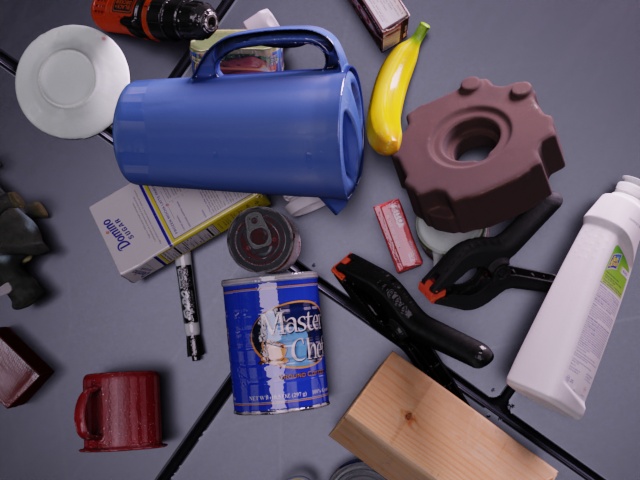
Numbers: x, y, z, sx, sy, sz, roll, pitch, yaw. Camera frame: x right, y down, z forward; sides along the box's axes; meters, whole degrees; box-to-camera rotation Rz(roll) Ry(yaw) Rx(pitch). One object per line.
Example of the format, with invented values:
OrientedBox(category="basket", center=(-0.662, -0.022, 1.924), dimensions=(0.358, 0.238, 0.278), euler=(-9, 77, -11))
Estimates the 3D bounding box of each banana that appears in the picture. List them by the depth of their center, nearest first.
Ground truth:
OrientedBox(category="banana", center=(0.074, -0.148, 1.115), dimensions=(0.037, 0.070, 0.197), euler=(20, 51, -7))

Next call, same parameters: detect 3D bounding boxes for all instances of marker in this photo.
OrientedBox(category="marker", center=(-0.144, 0.072, 1.172), dimensions=(0.020, 0.020, 0.121), euler=(-8, 87, 4))

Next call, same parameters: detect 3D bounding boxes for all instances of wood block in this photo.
OrientedBox(category="wood block", center=(0.124, 0.218, 1.094), dimensions=(0.206, 0.090, 0.090), euler=(36, 64, 5))

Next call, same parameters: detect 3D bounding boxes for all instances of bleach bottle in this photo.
OrientedBox(category="bleach bottle", center=(0.280, 0.054, 1.108), dimensions=(0.068, 0.102, 0.251), euler=(20, 81, 38))

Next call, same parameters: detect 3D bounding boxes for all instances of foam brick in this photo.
OrientedBox(category="foam brick", center=(-0.342, 0.139, 1.169), dimensions=(0.078, 0.053, 0.051), euler=(42, 91, 6))

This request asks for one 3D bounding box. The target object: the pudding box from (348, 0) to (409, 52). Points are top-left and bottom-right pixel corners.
OrientedBox(category="pudding box", center=(0.050, -0.264, 1.136), dimensions=(0.039, 0.090, 0.113), euler=(-34, 86, 2))

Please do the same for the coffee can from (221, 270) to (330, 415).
OrientedBox(category="coffee can", center=(-0.047, 0.106, 1.121), dimensions=(0.103, 0.103, 0.140), euler=(-6, 87, 4))

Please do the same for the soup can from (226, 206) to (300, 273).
OrientedBox(category="soup can", center=(-0.057, 0.001, 1.126), dimensions=(0.068, 0.102, 0.068), euler=(0, 87, 4))

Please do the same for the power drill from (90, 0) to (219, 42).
OrientedBox(category="power drill", center=(-0.155, -0.302, 1.136), dimensions=(0.185, 0.057, 0.187), euler=(15, 83, 38))

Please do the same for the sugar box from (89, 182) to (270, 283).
OrientedBox(category="sugar box", center=(-0.153, -0.037, 1.158), dimensions=(0.176, 0.048, 0.093), euler=(-30, 70, 5))

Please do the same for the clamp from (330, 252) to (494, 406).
OrientedBox(category="clamp", center=(0.093, 0.096, 1.115), dimensions=(0.036, 0.164, 0.210), euler=(-38, 61, -21))

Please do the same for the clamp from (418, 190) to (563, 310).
OrientedBox(category="clamp", center=(0.182, 0.016, 1.090), dimensions=(0.171, 0.039, 0.120), euler=(-14, 115, -22))

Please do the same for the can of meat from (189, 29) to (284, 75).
OrientedBox(category="can of meat", center=(-0.087, -0.177, 1.140), dimensions=(0.102, 0.057, 0.084), euler=(0, 125, 5))

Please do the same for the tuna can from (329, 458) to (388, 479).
OrientedBox(category="tuna can", center=(0.046, 0.277, 1.140), dimensions=(0.086, 0.033, 0.086), euler=(0, 87, 5))

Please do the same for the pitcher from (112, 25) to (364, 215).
OrientedBox(category="pitcher", center=(-0.080, -0.118, 1.071), dimensions=(0.243, 0.145, 0.149), euler=(2, 66, 12))

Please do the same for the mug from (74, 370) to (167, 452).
OrientedBox(category="mug", center=(-0.218, 0.180, 1.129), dimensions=(0.093, 0.117, 0.081), euler=(-8, 81, 31))

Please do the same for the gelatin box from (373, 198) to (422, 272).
OrientedBox(category="gelatin box", center=(0.082, -0.004, 1.121), dimensions=(0.030, 0.089, 0.073), euler=(-20, 86, 3))
